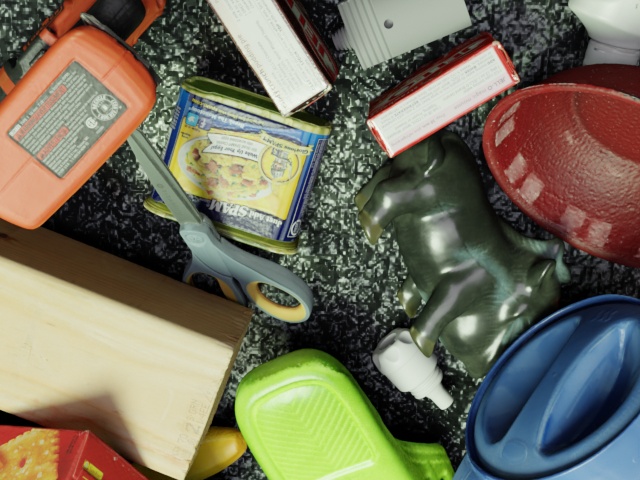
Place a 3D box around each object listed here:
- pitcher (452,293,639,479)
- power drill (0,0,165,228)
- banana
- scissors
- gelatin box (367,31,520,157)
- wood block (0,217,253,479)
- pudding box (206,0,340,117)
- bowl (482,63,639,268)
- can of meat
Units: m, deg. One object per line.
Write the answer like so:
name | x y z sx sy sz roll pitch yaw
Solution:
pitcher | 0.198 0.163 0.624 0.149 0.144 0.242 -22 118 46
power drill | -0.157 -0.075 0.600 0.057 0.188 0.184 39 99 -24
banana | -0.124 0.191 0.745 0.070 0.037 0.198 43 103 30
scissors | -0.054 0.001 0.640 0.096 0.016 0.202 9 148 9
gelatin box | 0.072 -0.090 0.643 0.089 0.073 0.030 -31 102 12
wood block | -0.156 0.054 0.649 0.206 0.090 0.090 22 102 1
pudding box | -0.033 -0.133 0.628 0.039 0.090 0.113 -33 101 12
bowl | 0.180 -0.052 0.630 0.162 0.162 0.055 36 66 -7
can of meat | -0.050 -0.049 0.672 0.102 0.057 0.084 18 105 -2
